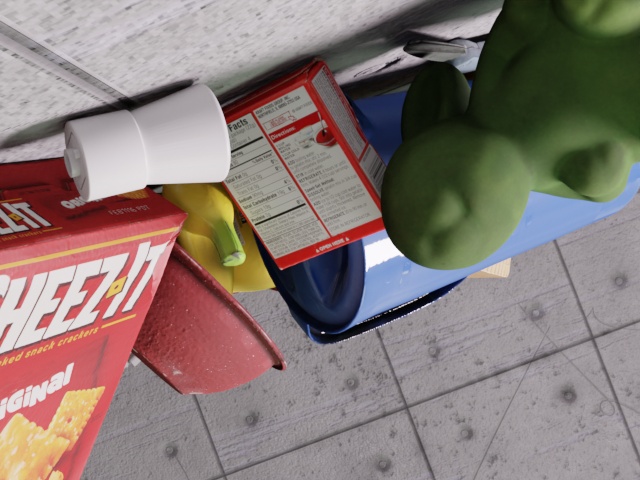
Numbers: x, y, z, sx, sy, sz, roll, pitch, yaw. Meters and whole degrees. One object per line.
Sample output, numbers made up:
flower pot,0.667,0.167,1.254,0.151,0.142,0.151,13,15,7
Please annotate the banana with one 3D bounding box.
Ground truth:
banana,-0.069,-0.003,0.617,0.037,0.069,0.198,-10,171,-7

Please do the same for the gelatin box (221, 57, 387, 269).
gelatin box,-0.010,-0.037,0.537,0.073,0.089,0.030,-22,-160,30

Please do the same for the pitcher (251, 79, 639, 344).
pitcher,0.082,-0.031,0.678,0.242,0.145,0.149,-17,179,-28

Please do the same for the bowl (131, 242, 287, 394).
bowl,-0.097,0.041,0.629,0.055,0.162,0.162,-48,-175,-13

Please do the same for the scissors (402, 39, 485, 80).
scissors,0.100,-0.114,0.625,0.096,0.016,0.201,-18,180,8

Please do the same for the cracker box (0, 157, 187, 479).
cracker box,-0.163,0.073,0.504,0.164,0.072,0.214,-19,137,-63
